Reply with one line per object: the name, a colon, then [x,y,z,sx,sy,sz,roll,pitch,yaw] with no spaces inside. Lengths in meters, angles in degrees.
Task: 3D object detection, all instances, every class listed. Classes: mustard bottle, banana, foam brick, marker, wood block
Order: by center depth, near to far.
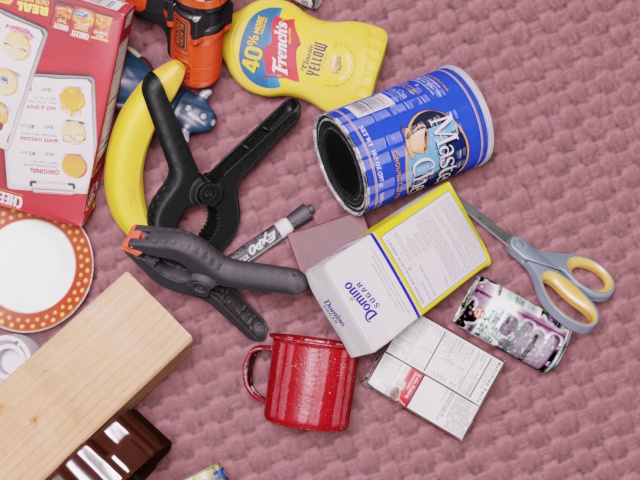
wood block: [-0.223,0.137,0.982,0.090,0.091,0.206,45,71,5]
banana: [-0.172,-0.081,1.030,0.069,0.037,0.198,4,113,-9]
foam brick: [0.012,0.008,1.041,0.078,0.051,0.053,-18,85,-2]
marker: [-0.057,0.001,1.058,0.121,0.020,0.020,-35,85,-4]
mustard bottle: [-0.035,-0.187,1.060,0.191,0.058,0.096,16,96,2]

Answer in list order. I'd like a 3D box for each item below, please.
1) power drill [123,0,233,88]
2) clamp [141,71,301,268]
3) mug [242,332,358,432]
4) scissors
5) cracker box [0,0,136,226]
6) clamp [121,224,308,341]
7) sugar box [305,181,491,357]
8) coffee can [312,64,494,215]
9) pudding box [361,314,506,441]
power drill: [-0.158,-0.256,1.004,0.057,0.184,0.188,-31,58,-34]
clamp: [-0.104,-0.055,1.027,0.164,0.036,0.210,-1,112,-29]
mug: [-0.020,0.133,1.012,0.117,0.093,0.081,7,88,18]
scissors: [0.213,0.006,1.056,0.096,0.016,0.202,-22,63,-32]
cracker box: [-0.276,-0.139,1.001,0.164,0.072,0.214,15,113,-3]
clamp: [-0.097,0.029,0.989,0.171,0.120,0.039,30,46,-18]
sugar box: [0.075,0.025,0.998,0.176,0.048,0.093,-32,95,-32]
coffee can: [0.078,-0.095,1.012,0.140,0.103,0.103,-23,84,-18]
pudding box: [0.109,0.128,1.035,0.113,0.039,0.090,30,83,1]
